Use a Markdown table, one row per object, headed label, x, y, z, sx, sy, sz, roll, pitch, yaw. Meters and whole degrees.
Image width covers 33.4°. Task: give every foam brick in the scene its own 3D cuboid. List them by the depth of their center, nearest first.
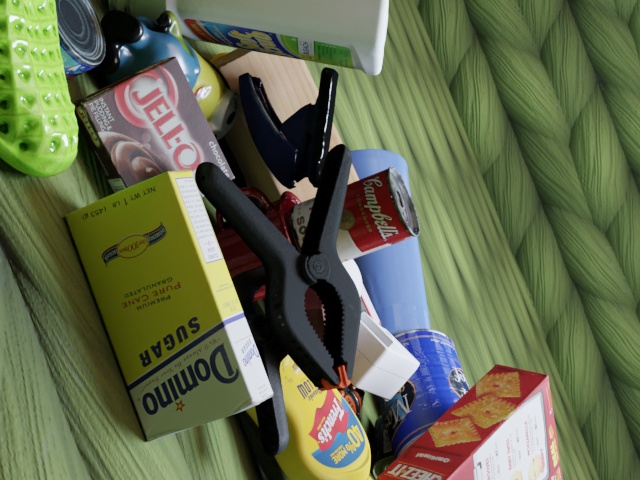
| label | x | y | z | sx | sy | sz | roll | pitch | yaw |
| --- | --- | --- | --- | --- | --- | --- | --- | --- | --- |
| foam brick | -0.017 | 0.088 | 1.046 | 0.051 | 0.053 | 0.078 | -79 | 163 | -62 |

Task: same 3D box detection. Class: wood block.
| label | x | y | z | sx | sy | sz | roll | pitch | yaw |
| --- | --- | --- | --- | --- | --- | --- | --- | --- | --- |
| wood block | -0.039 | -0.105 | 1.123 | 0.206 | 0.090 | 0.091 | 64 | -19 | -16 |

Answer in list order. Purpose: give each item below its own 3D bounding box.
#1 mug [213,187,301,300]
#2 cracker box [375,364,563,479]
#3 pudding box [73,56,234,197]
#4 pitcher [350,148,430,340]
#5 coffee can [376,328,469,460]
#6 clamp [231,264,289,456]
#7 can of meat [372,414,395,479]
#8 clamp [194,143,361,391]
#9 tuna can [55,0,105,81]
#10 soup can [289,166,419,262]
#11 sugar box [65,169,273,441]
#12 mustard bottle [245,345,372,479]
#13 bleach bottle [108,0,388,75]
| label | x | y | z | sx | sy | sz | roll | pitch | yaw |
| --- | --- | --- | --- | --- | --- | --- | --- | --- | --- |
| mug | -0.057 | 0.001 | 1.009 | 0.117 | 0.082 | 0.093 | 59 | 20 | -31 |
| cracker box | 0.150 | 0.244 | 1.030 | 0.213 | 0.072 | 0.164 | -33 | 120 | -40 |
| pudding box | -0.134 | -0.078 | 0.855 | 0.089 | 0.039 | 0.113 | -33 | 109 | -27 |
| pitcher | 0.050 | 0.021 | 1.275 | 0.145 | 0.149 | 0.243 | 69 | 11 | -64 |
| coffee can | 0.117 | 0.182 | 1.167 | 0.102 | 0.103 | 0.140 | 53 | 15 | -43 |
| clamp | -0.051 | 0.090 | 0.875 | 0.120 | 0.039 | 0.171 | 47 | 46 | -17 |
| can of meat | 0.101 | 0.259 | 1.241 | 0.102 | 0.057 | 0.084 | 60 | 17 | -27 |
| clamp | -0.022 | 0.021 | 0.878 | 0.164 | 0.036 | 0.210 | -3 | 80 | -41 |
| tuna can | -0.205 | -0.169 | 0.831 | 0.086 | 0.034 | 0.086 | 57 | 21 | -36 |
| soup can | 0.031 | -0.019 | 0.980 | 0.068 | 0.102 | 0.068 | 57 | 21 | -36 |
| sugar box | -0.109 | 0.047 | 0.769 | 0.176 | 0.093 | 0.048 | 70 | 19 | 4 |
| mustard bottle | -0.008 | 0.165 | 0.938 | 0.191 | 0.058 | 0.096 | 58 | 33 | 0 |
| bleach bottle | -0.066 | -0.205 | 0.975 | 0.102 | 0.251 | 0.068 | 66 | 32 | -82 |
